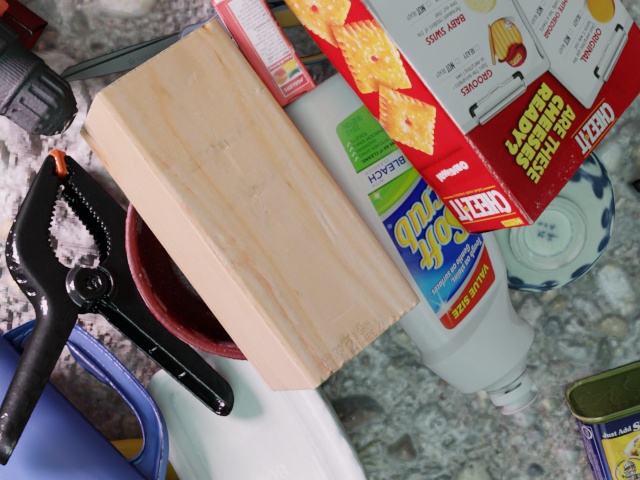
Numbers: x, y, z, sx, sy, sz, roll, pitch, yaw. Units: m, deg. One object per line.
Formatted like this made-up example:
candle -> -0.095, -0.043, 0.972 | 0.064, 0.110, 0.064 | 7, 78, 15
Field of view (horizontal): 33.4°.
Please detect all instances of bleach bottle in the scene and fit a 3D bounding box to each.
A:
bleach bottle -> 0.074, -0.001, 0.706 | 0.102, 0.068, 0.251 | -34, 96, -20

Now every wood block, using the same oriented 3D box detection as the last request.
wood block -> -0.045, -0.016, 0.652 | 0.090, 0.091, 0.206 | -37, 94, -19

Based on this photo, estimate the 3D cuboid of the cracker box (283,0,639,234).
cracker box -> 0.092, -0.136, 0.659 | 0.164, 0.072, 0.213 | -47, 107, -25

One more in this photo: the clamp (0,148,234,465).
clamp -> -0.163, 0.041, 0.705 | 0.164, 0.036, 0.210 | -15, 75, -34

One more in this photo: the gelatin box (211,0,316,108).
gelatin box -> -0.036, -0.125, 0.667 | 0.030, 0.089, 0.073 | -31, 106, 2

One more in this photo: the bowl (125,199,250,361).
bowl -> -0.055, 0.001, 0.725 | 0.162, 0.055, 0.162 | 2, 82, -17

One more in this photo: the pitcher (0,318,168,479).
pitcher -> -0.172, 0.174, 0.714 | 0.243, 0.144, 0.149 | 37, 118, 16

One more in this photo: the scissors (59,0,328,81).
scissors -> -0.077, -0.155, 0.714 | 0.201, 0.016, 0.096 | -1, 106, -1

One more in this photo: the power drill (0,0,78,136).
power drill -> -0.185, -0.180, 0.645 | 0.184, 0.057, 0.187 | 38, 77, -13
